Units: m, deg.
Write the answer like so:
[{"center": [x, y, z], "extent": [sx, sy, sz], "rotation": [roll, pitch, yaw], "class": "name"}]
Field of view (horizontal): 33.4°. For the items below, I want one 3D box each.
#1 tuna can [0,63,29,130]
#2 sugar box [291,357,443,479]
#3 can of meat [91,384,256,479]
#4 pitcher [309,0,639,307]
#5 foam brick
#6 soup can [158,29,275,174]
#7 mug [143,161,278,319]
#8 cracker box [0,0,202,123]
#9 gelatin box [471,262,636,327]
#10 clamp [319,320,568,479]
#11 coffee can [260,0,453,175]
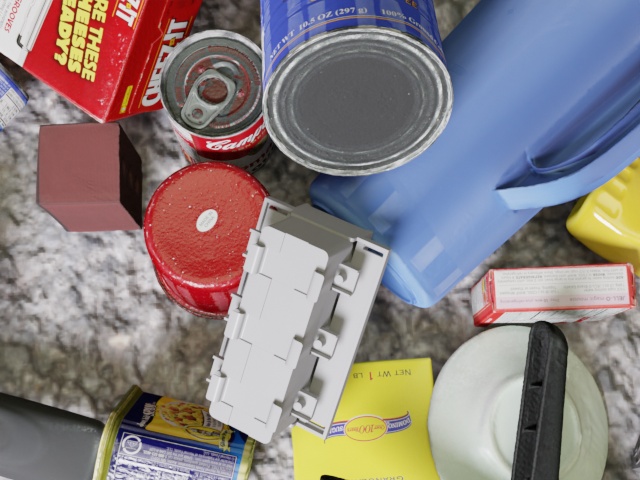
[{"center": [-0.232, -0.109, 0.692], "extent": [0.086, 0.086, 0.033], "rotation": [39, 79, 7], "class": "tuna can"}, {"center": [0.030, 0.164, 0.657], "extent": [0.093, 0.048, 0.176], "rotation": [-5, 77, -2], "class": "sugar box"}, {"center": [-0.083, 0.129, 0.636], "extent": [0.084, 0.102, 0.057], "rotation": [12, 95, -1], "class": "can of meat"}, {"center": [0.116, -0.072, 0.660], "extent": [0.243, 0.149, 0.145], "rotation": [-45, 82, -5], "class": "pitcher"}, {"center": [-0.146, -0.039, 0.682], "extent": [0.051, 0.078, 0.053], "rotation": [-2, 78, 1], "class": "foam brick"}, {"center": [-0.062, -0.083, 0.679], "extent": [0.068, 0.102, 0.068], "rotation": [0, 78, 0], "class": "soup can"}, {"center": [-0.054, 0.001, 0.672], "extent": [0.117, 0.081, 0.093], "rotation": [11, 79, 2], "class": "mug"}, {"center": [-0.167, -0.198, 0.661], "extent": [0.214, 0.072, 0.164], "rotation": [34, 118, 18], "class": "cracker box"}, {"center": [0.144, 0.034, 0.670], "extent": [0.089, 0.073, 0.030], "rotation": [-3, 79, -1], "class": "gelatin box"}, {"center": [0.103, 0.171, 0.618], "extent": [0.164, 0.036, 0.210], "rotation": [-27, 106, -9], "class": "clamp"}, {"center": [0.016, -0.122, 0.612], "extent": [0.103, 0.103, 0.140], "rotation": [-3, 47, -1], "class": "coffee can"}]
